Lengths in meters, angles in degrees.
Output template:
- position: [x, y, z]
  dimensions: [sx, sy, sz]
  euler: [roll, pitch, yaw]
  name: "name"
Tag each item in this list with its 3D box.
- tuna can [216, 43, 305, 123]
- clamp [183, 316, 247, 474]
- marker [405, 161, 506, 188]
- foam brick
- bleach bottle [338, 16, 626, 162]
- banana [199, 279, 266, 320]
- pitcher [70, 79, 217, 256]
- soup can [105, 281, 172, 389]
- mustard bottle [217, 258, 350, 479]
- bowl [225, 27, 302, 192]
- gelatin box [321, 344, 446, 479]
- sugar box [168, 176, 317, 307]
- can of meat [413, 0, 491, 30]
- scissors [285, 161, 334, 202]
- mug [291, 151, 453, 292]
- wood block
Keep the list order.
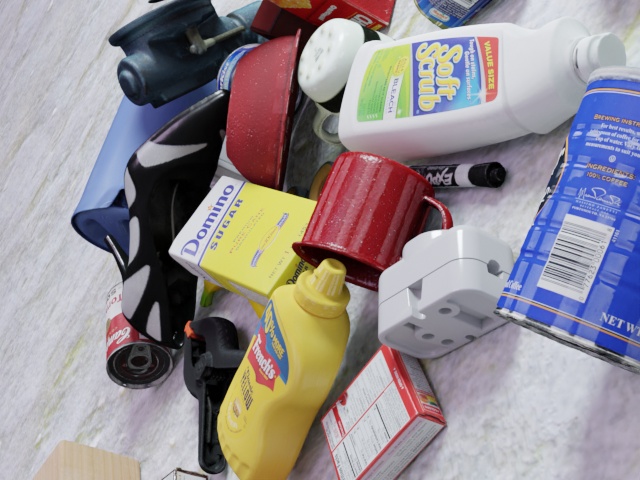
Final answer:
- position: [-0.058, -0.152, 1.064]
  dimensions: [0.034, 0.086, 0.086]
  euler: [22, 88, 60]
  name: "tuna can"
- position: [-0.097, 0.130, 0.972]
  dimensions: [0.120, 0.039, 0.172]
  euler: [-63, 24, 5]
  name: "clamp"
- position: [0.096, -0.048, 0.796]
  dimensions: [0.121, 0.020, 0.020]
  euler: [4, 73, 60]
  name: "marker"
- position: [-0.019, -0.212, 1.050]
  dimensions: [0.051, 0.078, 0.053]
  euler: [-64, 31, 3]
  name: "foam brick"
- position: [0.114, -0.117, 0.774]
  dimensions: [0.251, 0.068, 0.102]
  euler: [-6, 65, 56]
  name: "bleach bottle"
- position: [-0.068, 0.042, 0.993]
  dimensions: [0.198, 0.037, 0.069]
  euler: [-166, 70, -64]
  name: "banana"
- position: [-0.181, -0.099, 1.206]
  dimensions: [0.149, 0.144, 0.242]
  euler: [-10, 56, 43]
  name: "pitcher"
- position: [-0.192, 0.097, 1.126]
  dimensions: [0.069, 0.068, 0.102]
  euler: [-50, 32, 27]
  name: "soup can"
- position: [-0.023, 0.092, 0.809]
  dimensions: [0.096, 0.058, 0.192]
  euler: [-108, 35, -49]
  name: "mustard bottle"
- position: [-0.053, -0.118, 0.984]
  dimensions: [0.162, 0.055, 0.162]
  euler: [21, -103, -90]
  name: "bowl"
- position: [0.042, 0.128, 0.747]
  dimensions: [0.089, 0.030, 0.073]
  euler: [-53, 32, 23]
  name: "gelatin box"
- position: [-0.056, 0.001, 0.928]
  dimensions: [0.177, 0.048, 0.093]
  euler: [18, 69, 51]
  name: "sugar box"
- position: [0.118, -0.230, 0.854]
  dimensions: [0.084, 0.057, 0.102]
  euler: [-38, 39, 45]
  name: "can of meat"
- position: [0.001, 0.006, 0.919]
  dimensions: [0.096, 0.016, 0.202]
  euler: [-52, 32, 24]
  name: "scissors"
- position: [0.045, -0.012, 0.795]
  dimensions: [0.117, 0.093, 0.081]
  euler: [13, 74, 37]
  name: "mug"
- position: [-0.223, 0.303, 1.003]
  dimensions: [0.091, 0.090, 0.206]
  euler: [-51, 33, 27]
  name: "wood block"
